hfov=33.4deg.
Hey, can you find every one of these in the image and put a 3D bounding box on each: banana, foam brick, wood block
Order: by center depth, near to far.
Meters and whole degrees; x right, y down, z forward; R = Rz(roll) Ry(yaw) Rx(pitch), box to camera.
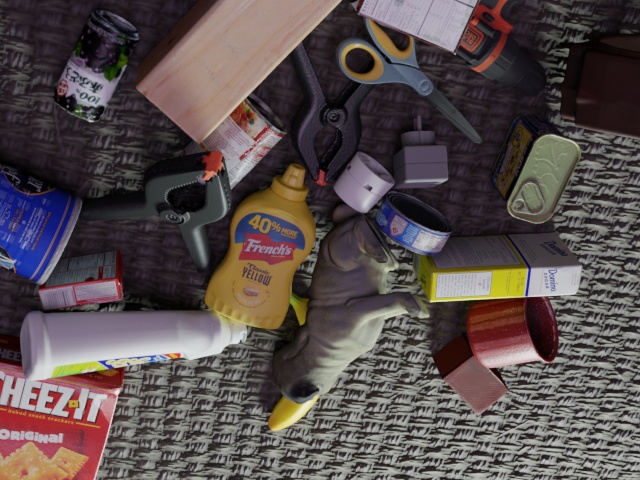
[{"bbox_3d":[-0.085,-0.211,1.083,0.206,0.091,0.090,-43,113,12],"label":"wood block"},{"bbox_3d":[-0.021,0.149,1.294,0.070,0.037,0.198,12,112,13],"label":"banana"},{"bbox_3d":[0.186,0.165,1.321,0.053,0.051,0.078,-39,115,9],"label":"foam brick"}]

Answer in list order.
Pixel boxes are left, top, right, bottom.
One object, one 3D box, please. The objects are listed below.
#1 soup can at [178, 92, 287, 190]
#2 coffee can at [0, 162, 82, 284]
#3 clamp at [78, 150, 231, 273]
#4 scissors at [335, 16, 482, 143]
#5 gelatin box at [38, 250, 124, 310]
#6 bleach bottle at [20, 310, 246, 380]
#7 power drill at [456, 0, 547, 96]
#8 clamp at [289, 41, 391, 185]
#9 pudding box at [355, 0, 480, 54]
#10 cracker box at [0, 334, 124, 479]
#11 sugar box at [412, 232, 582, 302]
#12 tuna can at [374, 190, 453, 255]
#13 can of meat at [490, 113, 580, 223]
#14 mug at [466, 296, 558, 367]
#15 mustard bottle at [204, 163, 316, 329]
[{"bbox_3d":[-0.094,-0.104,1.144,0.068,0.068,0.102,40,104,-23],"label":"soup can"},{"bbox_3d":[-0.338,-0.027,1.124,0.140,0.103,0.103,26,109,-19],"label":"coffee can"},{"bbox_3d":[-0.163,-0.040,1.130,0.164,0.036,0.210,21,147,-14],"label":"clamp"},{"bbox_3d":[0.090,-0.161,1.141,0.096,0.016,0.201,-33,113,0],"label":"scissors"},{"bbox_3d":[-0.264,0.045,1.185,0.089,0.073,0.030,-8,115,-5],"label":"gelatin box"},{"bbox_3d":[-0.203,0.109,1.199,0.250,0.103,0.068,-4,74,-22],"label":"bleach bottle"},{"bbox_3d":[0.207,-0.262,1.119,0.184,0.057,0.188,31,107,-20],"label":"power drill"},{"bbox_3d":[0.003,-0.146,1.155,0.120,0.039,0.171,14,108,-14],"label":"clamp"},{"bbox_3d":[0.103,-0.250,1.070,0.113,0.039,0.090,22,110,-5],"label":"pudding box"},{"bbox_3d":[-0.338,0.231,1.263,0.164,0.072,0.214,14,111,-15],"label":"cracker box"},{"bbox_3d":[0.202,0.030,1.237,0.176,0.093,0.048,0,115,-8],"label":"sugar box"},{"bbox_3d":[0.104,-0.019,1.203,0.086,0.086,0.034,22,112,-17],"label":"tuna can"},{"bbox_3d":[0.236,-0.083,1.194,0.057,0.084,0.102,15,112,-15],"label":"can of meat"},{"bbox_3d":[0.233,0.105,1.279,0.082,0.117,0.093,-15,83,33],"label":"mug"},{"bbox_3d":[-0.058,0.002,1.202,0.096,0.058,0.192,21,111,-3],"label":"mustard bottle"}]
